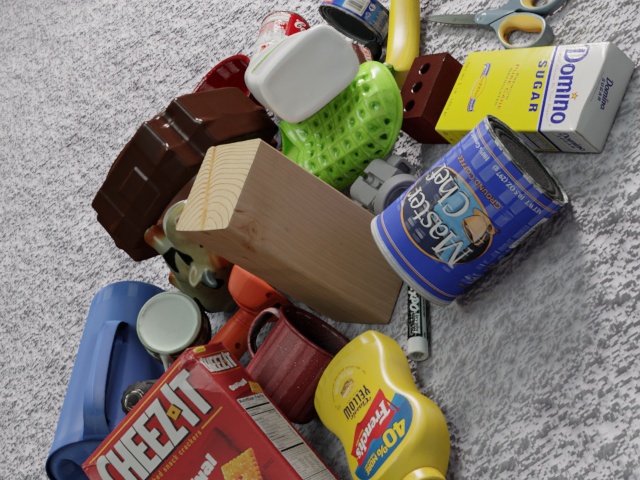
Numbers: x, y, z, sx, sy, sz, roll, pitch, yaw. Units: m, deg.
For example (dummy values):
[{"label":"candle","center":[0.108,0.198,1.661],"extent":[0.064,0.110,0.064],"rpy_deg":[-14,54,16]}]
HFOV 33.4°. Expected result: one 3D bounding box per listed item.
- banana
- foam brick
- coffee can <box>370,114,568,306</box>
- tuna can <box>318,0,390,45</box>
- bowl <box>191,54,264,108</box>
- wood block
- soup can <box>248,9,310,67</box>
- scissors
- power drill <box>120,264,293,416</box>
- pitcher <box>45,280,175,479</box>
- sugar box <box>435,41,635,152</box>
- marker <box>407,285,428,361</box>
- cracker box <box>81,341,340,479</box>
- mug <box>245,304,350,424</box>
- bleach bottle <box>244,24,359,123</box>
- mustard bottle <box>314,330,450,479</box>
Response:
[{"label":"banana","center":[0.092,-0.230,1.182],"extent":[0.037,0.069,0.197],"rpy_deg":[4,50,5]},{"label":"foam brick","center":[0.115,-0.144,1.091],"extent":[0.053,0.051,0.078],"rpy_deg":[3,66,54]},{"label":"coffee can","center":[0.128,-0.025,0.930],"extent":[0.140,0.102,0.103],"rpy_deg":[-43,36,21]},{"label":"tuna can","center":[0.042,-0.264,1.252],"extent":[0.086,0.086,0.034],"rpy_deg":[22,80,56]},{"label":"bowl","center":[-0.124,-0.164,1.413],"extent":[0.162,0.055,0.162],"rpy_deg":[-32,41,33]},{"label":"wood block","center":[-0.020,-0.003,1.011],"extent":[0.090,0.205,0.091],"rpy_deg":[-2,63,52]},{"label":"soup can","center":[-0.052,-0.235,1.352],"extent":[0.069,0.068,0.102],"rpy_deg":[-30,33,35]},{"label":"scissors","center":[0.188,-0.244,1.112],"extent":[0.096,0.016,0.202],"rpy_deg":[-52,34,6]},{"label":"power drill","center":[-0.115,0.115,1.091],"extent":[0.057,0.184,0.187],"rpy_deg":[38,89,16]},{"label":"pitcher","center":[-0.225,0.159,1.209],"extent":[0.149,0.144,0.243],"rpy_deg":[-38,35,34]},{"label":"sugar box","center":[0.193,-0.131,0.985],"extent":[0.177,0.048,0.093],"rpy_deg":[6,68,55]},{"label":"marker","center":[0.090,0.056,0.991],"extent":[0.020,0.020,0.121],"rpy_deg":[-30,43,36]},{"label":"cracker box","center":[-0.087,0.223,0.940],"extent":[0.214,0.072,0.164],"rpy_deg":[47,106,17]},{"label":"mug","center":[-0.029,0.114,1.026],"extent":[0.117,0.093,0.081],"rpy_deg":[41,103,31]},{"label":"bleach bottle","center":[-0.031,-0.187,1.151],"extent":[0.102,0.068,0.251],"rpy_deg":[-40,16,2]},{"label":"mustard bottle","center":[0.060,0.166,0.905],"extent":[0.096,0.058,0.192],"rpy_deg":[-52,34,14]}]
